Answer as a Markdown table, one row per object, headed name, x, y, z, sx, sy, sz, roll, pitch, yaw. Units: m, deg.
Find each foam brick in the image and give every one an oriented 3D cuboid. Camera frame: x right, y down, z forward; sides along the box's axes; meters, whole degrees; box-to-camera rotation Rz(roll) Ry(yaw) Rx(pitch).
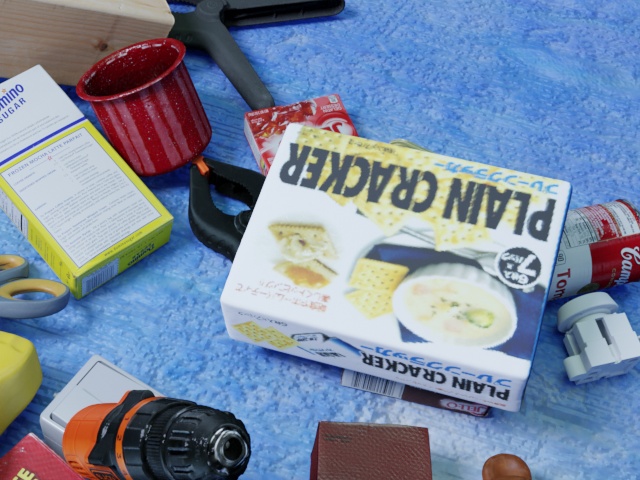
| name | x | y | z | sx | sy | sz | roll | pitch | yaw |
| --- | --- | --- | --- | --- | --- | --- | --- | --- | --- |
| foam brick | 0.033 | 0.158 | 0.722 | 0.078 | 0.051 | 0.053 | 5 | 52 | -3 |

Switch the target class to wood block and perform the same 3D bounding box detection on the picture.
| name | x | y | z | sx | sy | sz | roll | pitch | yaw |
| --- | --- | --- | --- | --- | --- | --- | --- | --- | --- |
| wood block | -0.239 | -0.191 | 0.877 | 0.205 | 0.091 | 0.090 | 2 | 49 | -39 |

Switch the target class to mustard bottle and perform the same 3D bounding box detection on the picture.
| name | x | y | z | sx | sy | sz | roll | pitch | yaw |
| --- | --- | --- | --- | --- | --- | --- | --- | --- | --- |
| mustard bottle | -0.247 | 0.125 | 0.662 | 0.096 | 0.058 | 0.191 | -3 | 25 | 6 |

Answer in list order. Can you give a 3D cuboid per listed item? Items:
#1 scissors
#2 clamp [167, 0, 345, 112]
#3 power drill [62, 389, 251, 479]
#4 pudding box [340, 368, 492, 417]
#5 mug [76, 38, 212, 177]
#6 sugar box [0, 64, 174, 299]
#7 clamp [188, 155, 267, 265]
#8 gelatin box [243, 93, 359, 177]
| name | x | y | z | sx | sy | sz | roll | pitch | yaw |
| --- | --- | --- | --- | --- | --- | --- | --- | --- | --- |
| scissors | -0.247 | 0.050 | 0.729 | 0.096 | 0.016 | 0.201 | 15 | 21 | 12 |
| clamp | -0.090 | -0.210 | 0.990 | 0.210 | 0.036 | 0.164 | 28 | 56 | 15 |
| power drill | -0.047 | 0.154 | 0.617 | 0.187 | 0.185 | 0.057 | 43 | 63 | -21 |
| pudding box | 0.079 | 0.074 | 0.797 | 0.113 | 0.039 | 0.090 | 14 | 53 | 2 |
| mug | -0.147 | -0.107 | 0.873 | 0.117 | 0.081 | 0.093 | 13 | 47 | 40 |
| sugar box | -0.206 | -0.048 | 0.837 | 0.093 | 0.048 | 0.176 | -34 | 72 | -28 |
| clamp | -0.055 | 0.001 | 0.838 | 0.172 | 0.039 | 0.120 | 36 | 53 | 24 |
| gelatin box | -0.013 | -0.084 | 0.909 | 0.089 | 0.030 | 0.073 | -14 | 56 | -15 |
